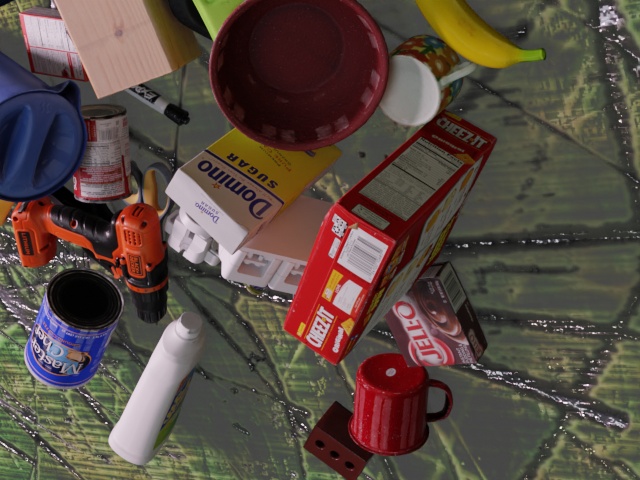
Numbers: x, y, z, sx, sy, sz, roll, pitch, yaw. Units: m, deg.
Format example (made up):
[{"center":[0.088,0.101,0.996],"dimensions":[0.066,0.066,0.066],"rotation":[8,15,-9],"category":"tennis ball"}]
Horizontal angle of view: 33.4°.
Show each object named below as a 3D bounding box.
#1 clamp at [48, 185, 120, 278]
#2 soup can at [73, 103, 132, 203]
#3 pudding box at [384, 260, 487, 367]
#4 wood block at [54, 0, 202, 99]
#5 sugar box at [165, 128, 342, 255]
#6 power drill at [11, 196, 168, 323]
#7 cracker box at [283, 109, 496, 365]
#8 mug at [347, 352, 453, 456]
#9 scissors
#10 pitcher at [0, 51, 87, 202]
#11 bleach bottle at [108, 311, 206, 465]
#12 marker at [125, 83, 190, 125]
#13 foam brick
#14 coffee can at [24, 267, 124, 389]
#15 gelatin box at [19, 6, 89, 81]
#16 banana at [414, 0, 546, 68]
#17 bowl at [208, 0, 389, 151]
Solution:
[{"center":[-0.281,-0.032,1.330],"dimensions":[0.120,0.039,0.171],"rotation":[-16,115,49],"category":"clamp"},{"center":[-0.254,-0.101,1.234],"dimensions":[0.069,0.068,0.102],"rotation":[11,113,28],"category":"soup can"},{"center":[0.116,0.080,1.137],"dimensions":[0.090,0.039,0.113],"rotation":[-9,113,38],"category":"pudding box"},{"center":[-0.204,-0.254,1.028],"dimensions":[0.091,0.090,0.206],"rotation":[-17,106,17],"category":"wood block"},{"center":[-0.062,-0.069,1.062],"dimensions":[0.093,0.176,0.048],"rotation":[43,134,3],"category":"sugar box"},{"center":[-0.274,0.016,1.301],"dimensions":[0.188,0.057,0.184],"rotation":[13,133,11],"category":"power drill"},{"center":[0.065,-0.008,0.992],"dimensions":[0.072,0.213,0.164],"rotation":[33,132,13],"category":"cracker box"},{"center":[0.091,0.181,1.197],"dimensions":[0.117,0.093,0.081],"rotation":[1,120,-2],"category":"mug"},{"center":[-0.218,-0.018,1.313],"dimensions":[0.096,0.016,0.202],"rotation":[28,131,18],"category":"scissors"},{"center":[-0.385,-0.145,1.210],"dimensions":[0.243,0.149,0.145],"rotation":[37,131,40],"category":"pitcher"},{"center":[-0.202,0.184,1.378],"dimensions":[0.068,0.102,0.251],"rotation":[32,133,5],"category":"bleach bottle"},{"center":[-0.197,-0.164,1.198],"dimensions":[0.121,0.020,0.020],"rotation":[33,132,11],"category":"marker"},{"center":[0.029,0.246,1.299],"dimensions":[0.078,0.051,0.053],"rotation":[34,133,10],"category":"foam brick"},{"center":[-0.329,0.118,1.420],"dimensions":[0.103,0.102,0.140],"rotation":[38,133,7],"category":"coffee can"},{"center":[-0.296,-0.224,1.217],"dimensions":[0.089,0.030,0.073],"rotation":[13,124,28],"category":"gelatin box"},{"center":[0.115,-0.222,0.940],"dimensions":[0.070,0.037,0.198],"rotation":[-37,97,26],"category":"banana"},{"center":[-0.020,-0.165,0.973],"dimensions":[0.162,0.055,0.162],"rotation":[-2,123,-3],"category":"bowl"}]
